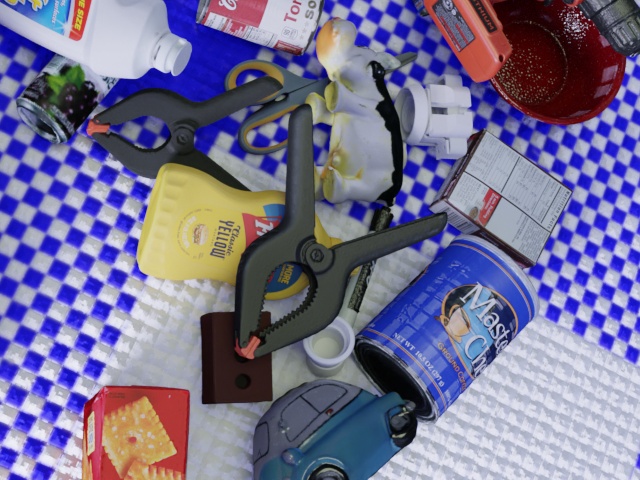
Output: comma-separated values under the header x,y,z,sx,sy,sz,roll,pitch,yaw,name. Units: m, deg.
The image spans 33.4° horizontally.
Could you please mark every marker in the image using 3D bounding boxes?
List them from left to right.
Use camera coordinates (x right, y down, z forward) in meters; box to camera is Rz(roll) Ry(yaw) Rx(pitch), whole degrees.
x,y,z,sx,sy,sz,roll,pitch,yaw,name
0.041,0.023,0.977,0.020,0.020,0.121,25,73,-12,marker

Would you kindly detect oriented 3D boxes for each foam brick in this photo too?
x,y,z,sx,sy,sz,roll,pitch,yaw,name
-0.072,0.100,0.909,0.053,0.051,0.078,1,79,-18,foam brick

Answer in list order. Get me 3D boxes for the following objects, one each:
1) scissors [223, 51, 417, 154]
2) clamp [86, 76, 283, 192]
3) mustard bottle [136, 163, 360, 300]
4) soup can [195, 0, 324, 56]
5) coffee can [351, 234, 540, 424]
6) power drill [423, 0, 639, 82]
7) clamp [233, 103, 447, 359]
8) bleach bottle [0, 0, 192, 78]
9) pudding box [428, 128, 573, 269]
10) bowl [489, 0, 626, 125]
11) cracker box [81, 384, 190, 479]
x,y,z,sx,sy,sz,roll,pitch,yaw,name
-0.007,-0.156,0.998,0.201,0.016,0.096,-40,95,-20,scissors
-0.113,-0.100,0.931,0.171,0.039,0.120,14,91,-16,clamp
-0.056,0.001,0.925,0.191,0.058,0.096,14,99,-16,mustard bottle
-0.055,-0.214,0.968,0.102,0.069,0.068,16,75,-15,soup can
0.110,0.077,0.944,0.140,0.103,0.103,-42,94,-20,coffee can
0.203,-0.222,0.997,0.187,0.057,0.184,-32,87,-23,power drill
0.003,0.013,0.890,0.164,0.036,0.210,30,80,-12,clamp
-0.214,-0.210,0.870,0.251,0.068,0.102,28,92,10,bleach bottle
0.174,-0.039,1.021,0.113,0.039,0.090,35,71,-10,pudding box
0.218,-0.185,1.054,0.162,0.055,0.162,3,78,-17,bowl
-0.148,0.221,0.802,0.072,0.164,0.213,6,78,-15,cracker box
